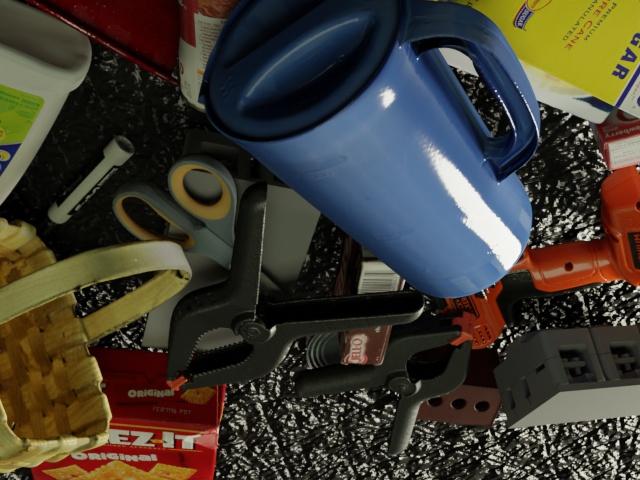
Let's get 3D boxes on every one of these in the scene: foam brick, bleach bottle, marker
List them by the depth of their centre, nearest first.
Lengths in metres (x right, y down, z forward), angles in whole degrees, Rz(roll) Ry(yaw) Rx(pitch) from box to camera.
[{"bbox_3d":[-0.258,-0.059,0.778,0.102,0.068,0.251,21,129,-19],"label":"bleach bottle"},{"bbox_3d":[-0.187,-0.037,0.827,0.020,0.020,0.121,34,122,-28],"label":"marker"},{"bbox_3d":[0.121,0.129,0.965,0.078,0.051,0.053,7,130,-8],"label":"foam brick"}]

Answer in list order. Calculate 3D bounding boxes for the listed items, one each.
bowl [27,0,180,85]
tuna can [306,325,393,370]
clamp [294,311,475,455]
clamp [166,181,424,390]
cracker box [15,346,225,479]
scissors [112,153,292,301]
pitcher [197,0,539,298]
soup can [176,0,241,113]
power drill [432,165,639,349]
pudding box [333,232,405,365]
[{"bbox_3d":[-0.145,-0.159,0.658,0.162,0.162,0.055,29,95,-25],"label":"bowl"},{"bbox_3d":[0.029,0.088,0.937,0.086,0.034,0.086,-1,131,-2],"label":"tuna can"},{"bbox_3d":[0.059,0.110,0.902,0.120,0.039,0.172,25,126,-16],"label":"clamp"},{"bbox_3d":[-0.052,0.047,0.790,0.210,0.036,0.164,-30,123,28],"label":"clamp"},{"bbox_3d":[-0.171,0.170,0.936,0.164,0.072,0.214,5,148,-5],"label":"cracker box"},{"bbox_3d":[-0.055,0.001,0.786,0.201,0.016,0.096,28,125,-24],"label":"scissors"},{"bbox_3d":[0.053,-0.060,0.675,0.145,0.149,0.242,-47,137,1],"label":"pitcher"},{"bbox_3d":[-0.062,-0.143,0.710,0.068,0.068,0.102,0,132,-3],"label":"soup can"},{"bbox_3d":[0.169,0.001,0.855,0.188,0.057,0.184,-16,134,14],"label":"power drill"},{"bbox_3d":[0.037,0.030,0.850,0.039,0.090,0.114,5,130,-10],"label":"pudding box"}]
